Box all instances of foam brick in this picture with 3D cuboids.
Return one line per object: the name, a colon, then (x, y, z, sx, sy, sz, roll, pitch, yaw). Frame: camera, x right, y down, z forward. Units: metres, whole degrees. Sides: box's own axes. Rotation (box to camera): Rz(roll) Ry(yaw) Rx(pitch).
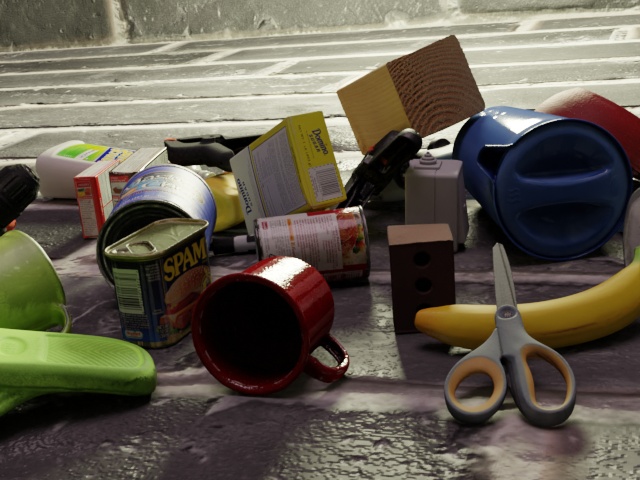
foam brick: (0.083, 0.030, 0.877, 0.053, 0.078, 0.051, -4, 16, 4)

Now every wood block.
wood block: (0.099, -0.163, 1.231, 0.090, 0.091, 0.206, -25, 5, -12)

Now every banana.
banana: (0.174, 0.056, 0.821, 0.197, 0.037, 0.070, -14, 28, -6)

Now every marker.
marker: (-0.057, 0.001, 1.111, 0.121, 0.020, 0.020, -5, 17, 3)

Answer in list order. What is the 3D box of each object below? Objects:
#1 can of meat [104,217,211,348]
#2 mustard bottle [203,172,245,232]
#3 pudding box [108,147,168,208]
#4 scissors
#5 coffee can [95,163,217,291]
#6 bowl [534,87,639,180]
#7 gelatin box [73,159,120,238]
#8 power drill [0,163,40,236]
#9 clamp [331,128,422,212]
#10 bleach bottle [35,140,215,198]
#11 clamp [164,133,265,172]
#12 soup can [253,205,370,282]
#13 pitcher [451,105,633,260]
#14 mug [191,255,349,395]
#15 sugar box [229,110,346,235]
can of meat: (-0.134, 0.035, 0.917, 0.058, 0.084, 0.102, 3, 19, 24)
mustard bottle: (-0.080, -0.062, 1.259, 0.096, 0.058, 0.191, 1, 17, 37)
pudding box: (-0.199, -0.049, 1.201, 0.039, 0.090, 0.113, -3, 18, 8)
scissors: (0.119, 0.067, 0.770, 0.096, 0.016, 0.202, -16, 33, -3)
coffee can: (-0.156, -0.009, 1.035, 0.103, 0.103, 0.140, -6, 17, 0)
bowl: (0.315, -0.127, 1.205, 0.162, 0.055, 0.162, 29, 7, -4)
gelatin box: (-0.257, -0.050, 1.248, 0.030, 0.073, 0.089, -3, 17, 8)
power drill: (-0.339, -0.007, 1.019, 0.184, 0.057, 0.188, -41, 9, -6)
clamp: (0.059, -0.073, 1.106, 0.036, 0.165, 0.209, 39, 26, -5)
bleach bottle: (-0.241, -0.084, 1.378, 0.251, 0.068, 0.102, 6, 21, 27)
clamp: (-0.127, -0.104, 1.259, 0.172, 0.039, 0.120, -1, 11, 31)
soup can: (-0.009, 0.007, 0.996, 0.102, 0.068, 0.068, -7, 17, -4)
pitcher: (0.221, -0.067, 1.090, 0.145, 0.149, 0.243, -24, 15, 0)
mug: (-0.029, 0.065, 0.803, 0.117, 0.093, 0.081, 31, 22, 10)
sugar box: (-0.037, -0.064, 1.093, 0.048, 0.093, 0.176, -13, -3, -23)
